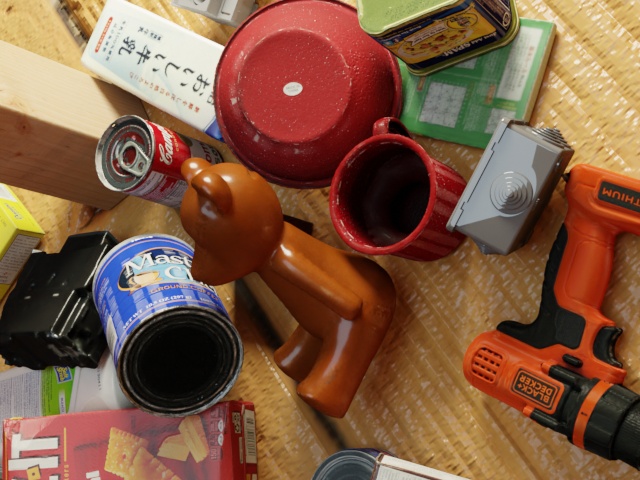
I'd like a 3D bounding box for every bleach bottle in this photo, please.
[{"bbox_3d":[-0.252,0.161,1.017,0.251,0.068,0.102,-19,70,27],"label":"bleach bottle"}]

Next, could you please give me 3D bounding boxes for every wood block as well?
[{"bbox_3d":[-0.253,-0.104,0.981,0.090,0.205,0.091,-36,64,23],"label":"wood block"}]

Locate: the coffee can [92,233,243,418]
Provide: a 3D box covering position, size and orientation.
[{"bbox_3d":[-0.131,0.068,0.898,0.103,0.102,0.140,-57,29,11],"label":"coffee can"}]

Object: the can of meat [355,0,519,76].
[{"bbox_3d":[0.089,-0.178,0.825,0.102,0.083,0.057,-17,69,29],"label":"can of meat"}]

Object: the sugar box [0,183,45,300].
[{"bbox_3d":[-0.372,0.030,1.132,0.093,0.048,0.176,45,105,31],"label":"sugar box"}]

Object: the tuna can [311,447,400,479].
[{"bbox_3d":[0.032,0.206,0.835,0.086,0.033,0.086,-7,77,32],"label":"tuna can"}]

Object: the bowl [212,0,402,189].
[{"bbox_3d":[-0.016,-0.122,0.862,0.162,0.055,0.162,0,92,11],"label":"bowl"}]

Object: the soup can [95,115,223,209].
[{"bbox_3d":[-0.143,-0.067,0.964,0.069,0.102,0.068,-7,77,32],"label":"soup can"}]

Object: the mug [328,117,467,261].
[{"bbox_3d":[0.065,-0.039,0.832,0.093,0.081,0.117,-20,70,29],"label":"mug"}]

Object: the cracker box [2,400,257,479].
[{"bbox_3d":[-0.161,0.225,0.904,0.214,0.072,0.164,-7,77,13],"label":"cracker box"}]

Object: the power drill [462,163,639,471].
[{"bbox_3d":[0.204,0.052,0.736,0.185,0.057,0.188,24,94,35],"label":"power drill"}]
